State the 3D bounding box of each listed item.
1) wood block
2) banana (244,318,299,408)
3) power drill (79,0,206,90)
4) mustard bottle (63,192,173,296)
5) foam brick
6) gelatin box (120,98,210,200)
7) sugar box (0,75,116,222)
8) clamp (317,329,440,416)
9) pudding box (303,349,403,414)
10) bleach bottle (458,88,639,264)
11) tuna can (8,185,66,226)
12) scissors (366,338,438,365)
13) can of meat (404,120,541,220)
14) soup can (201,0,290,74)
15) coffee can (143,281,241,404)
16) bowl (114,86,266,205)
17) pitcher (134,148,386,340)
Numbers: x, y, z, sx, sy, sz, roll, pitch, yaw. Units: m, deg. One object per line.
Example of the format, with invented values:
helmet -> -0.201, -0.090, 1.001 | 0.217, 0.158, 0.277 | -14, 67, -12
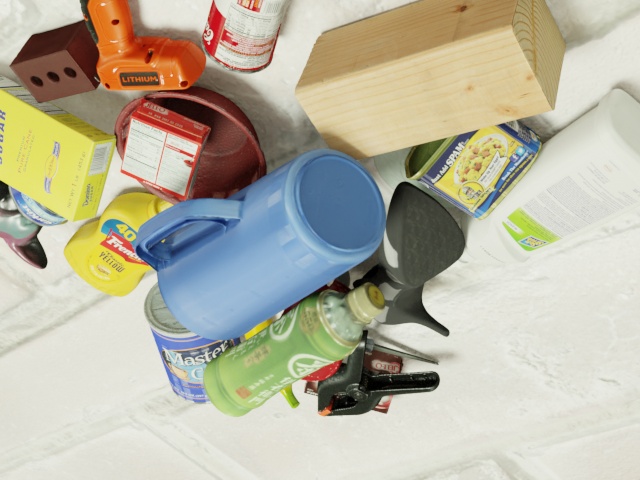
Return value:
wood block -> 0.093, -0.147, 0.922 | 0.206, 0.090, 0.090 | -12, 131, 32
banana -> -0.066, 0.120, 1.309 | 0.070, 0.037, 0.198 | 30, 150, 46
power drill -> -0.168, -0.226, 0.969 | 0.185, 0.057, 0.187 | 4, 134, 24
mustard bottle -> -0.213, -0.005, 1.229 | 0.096, 0.058, 0.192 | 41, 135, -16
foam brick -> -0.255, -0.177, 1.060 | 0.078, 0.051, 0.053 | -9, 132, 29
gelatin box -> -0.153, -0.089, 1.047 | 0.073, 0.030, 0.089 | 23, 139, -1
sugar box -> -0.298, -0.099, 1.101 | 0.176, 0.048, 0.093 | 27, 110, 19
clamp -> 0.059, 0.173, 1.273 | 0.120, 0.039, 0.172 | 31, 140, -8
pudding box -> 0.040, 0.168, 1.332 | 0.113, 0.039, 0.090 | 15, 139, 5
bleach bottle -> 0.212, -0.041, 1.015 | 0.102, 0.068, 0.251 | 37, 139, -18
tuna can -> -0.300, -0.061, 1.181 | 0.034, 0.086, 0.086 | -21, 125, 36
scissors -> 0.047, 0.116, 1.257 | 0.202, 0.016, 0.096 | 11, 161, 2
can of meat -> 0.142, -0.080, 0.987 | 0.084, 0.057, 0.102 | 32, 115, -17
soup can -> -0.061, -0.206, 0.937 | 0.068, 0.068, 0.102 | 23, 139, -3
coffee can -> -0.151, 0.118, 1.305 | 0.103, 0.102, 0.140 | 7, 138, 15
bowl -> -0.125, -0.103, 1.087 | 0.162, 0.055, 0.162 | 11, 139, 10
pitcher -> -0.057, 0.001, 1.010 | 0.243, 0.149, 0.145 | -30, 90, 52
